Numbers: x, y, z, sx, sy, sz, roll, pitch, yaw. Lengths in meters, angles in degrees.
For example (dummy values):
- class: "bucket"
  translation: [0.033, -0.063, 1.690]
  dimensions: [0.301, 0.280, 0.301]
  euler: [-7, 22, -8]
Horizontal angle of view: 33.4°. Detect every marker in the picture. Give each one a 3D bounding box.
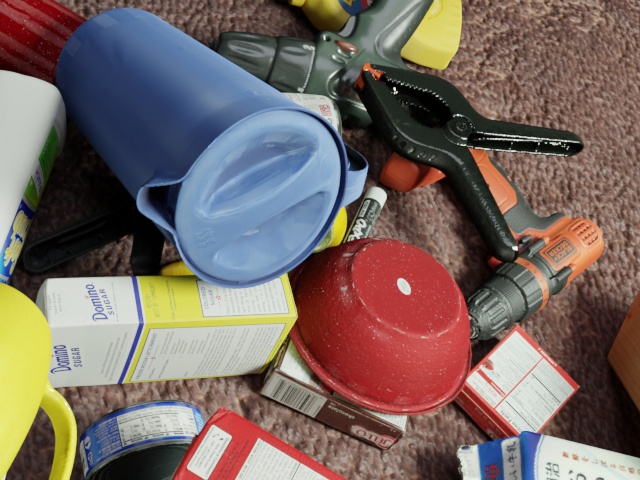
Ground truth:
- class: "marker"
  translation: [0.030, 0.000, 0.919]
  dimensions: [0.020, 0.020, 0.121]
  euler: [28, 50, -2]

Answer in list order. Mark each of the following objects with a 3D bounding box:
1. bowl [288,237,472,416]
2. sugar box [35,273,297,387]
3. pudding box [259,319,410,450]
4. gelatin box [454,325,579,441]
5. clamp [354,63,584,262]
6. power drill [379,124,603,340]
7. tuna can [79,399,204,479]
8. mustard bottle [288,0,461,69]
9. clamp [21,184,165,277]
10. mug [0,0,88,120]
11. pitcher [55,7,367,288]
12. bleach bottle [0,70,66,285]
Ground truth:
- class: "bowl"
  translation: [0.055, 0.052, 0.820]
  dimensions: [0.162, 0.055, 0.162]
  euler: [15, 46, -16]
- class: "sugar box"
  translation: [-0.115, 0.064, 0.764]
  dimensions: [0.176, 0.093, 0.048]
  euler: [2, 55, -22]
- class: "pudding box"
  translation: [0.020, 0.099, 0.830]
  dimensions: [0.113, 0.039, 0.090]
  euler: [27, 47, -6]
- class: "gelatin box"
  translation: [0.159, 0.123, 0.876]
  dimensions: [0.073, 0.030, 0.089]
  euler: [45, 52, 11]
- class: "clamp"
  translation: [0.126, -0.093, 0.939]
  dimensions: [0.210, 0.036, 0.164]
  euler: [40, 54, 9]
- class: "power drill"
  translation: [0.141, -0.015, 0.954]
  dimensions: [0.184, 0.057, 0.188]
  euler: [-30, 73, -36]
- class: "tuna can"
  translation: [-0.117, 0.140, 0.712]
  dimensions: [0.086, 0.086, 0.034]
  euler: [-4, 56, -25]
- class: "mustard bottle"
  translation: [0.045, -0.237, 1.073]
  dimensions: [0.191, 0.058, 0.096]
  euler: [13, 58, -13]
- class: "clamp"
  translation: [-0.149, -0.018, 0.832]
  dimensions: [0.120, 0.039, 0.171]
  euler: [5, 31, 19]
- class: "mug"
  translation: [-0.236, -0.147, 0.880]
  dimensions: [0.081, 0.093, 0.117]
  euler: [31, 86, 7]
- class: "pitcher"
  translation: [-0.090, -0.080, 0.779]
  dimensions: [0.145, 0.149, 0.243]
  euler: [-44, 47, -4]
- class: "bleach bottle"
  translation: [-0.244, 0.008, 0.755]
  dimensions: [0.068, 0.103, 0.250]
  euler: [13, 63, -7]
